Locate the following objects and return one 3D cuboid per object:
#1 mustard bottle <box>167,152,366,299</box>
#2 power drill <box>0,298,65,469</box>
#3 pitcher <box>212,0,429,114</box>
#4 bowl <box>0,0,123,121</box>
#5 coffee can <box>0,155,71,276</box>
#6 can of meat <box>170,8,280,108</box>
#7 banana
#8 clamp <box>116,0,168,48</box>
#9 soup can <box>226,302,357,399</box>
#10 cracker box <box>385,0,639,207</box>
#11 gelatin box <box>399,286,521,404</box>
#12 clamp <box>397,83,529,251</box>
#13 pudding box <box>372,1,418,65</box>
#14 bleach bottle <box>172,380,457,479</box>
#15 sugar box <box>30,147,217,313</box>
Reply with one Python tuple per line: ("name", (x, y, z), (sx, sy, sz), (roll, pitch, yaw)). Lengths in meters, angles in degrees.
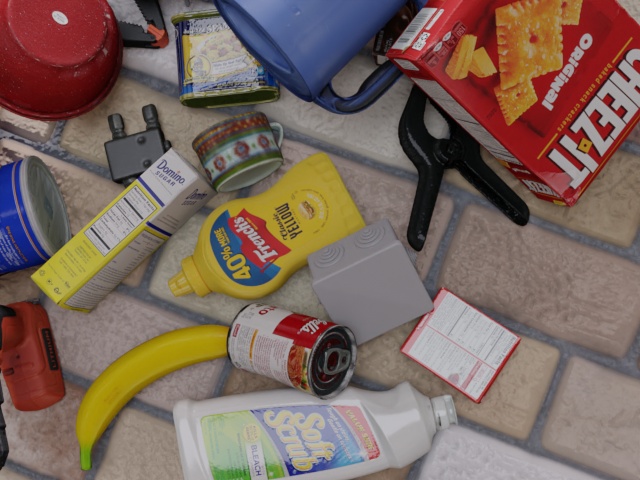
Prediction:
("mustard bottle", (-0.057, 0.001, 1.007), (0.191, 0.058, 0.096), (-28, 81, 3))
("power drill", (-0.288, 0.115, 0.953), (0.057, 0.187, 0.184), (-16, 80, 2))
("pitcher", (0.037, -0.240, 0.947), (0.243, 0.149, 0.145), (-43, 58, -5))
("bowl", (-0.249, -0.194, 0.979), (0.161, 0.055, 0.162), (7, 76, -30))
("coffee can", (-0.322, -0.013, 1.014), (0.140, 0.103, 0.103), (-16, 82, 4))
("can of meat", (-0.090, -0.176, 1.033), (0.102, 0.057, 0.084), (-5, 84, 5))
("banana", (-0.162, 0.131, 1.013), (0.198, 0.037, 0.070), (-39, 79, -1))
("clamp", (-0.232, -0.269, 1.069), (0.210, 0.036, 0.164), (31, 86, 6))
("soup can", (-0.027, 0.099, 0.967), (0.102, 0.068, 0.068), (13, 84, 38))
("cracker box", (0.190, -0.158, 0.944), (0.213, 0.072, 0.164), (39, 89, -23))
("gelatin box", (0.130, 0.097, 0.989), (0.089, 0.030, 0.073), (33, 86, 9))
("clamp", (0.129, -0.077, 1.004), (0.120, 0.039, 0.171), (-3, 78, -17))
("pudding box", (0.104, -0.217, 1.025), (0.090, 0.039, 0.113), (11, 83, 8))
("bleach bottle", (-0.002, 0.172, 0.979), (0.251, 0.068, 0.102), (-12, 82, 2))
("sugar box", (-0.181, -0.008, 1.004), (0.176, 0.093, 0.048), (-45, 81, -1))
